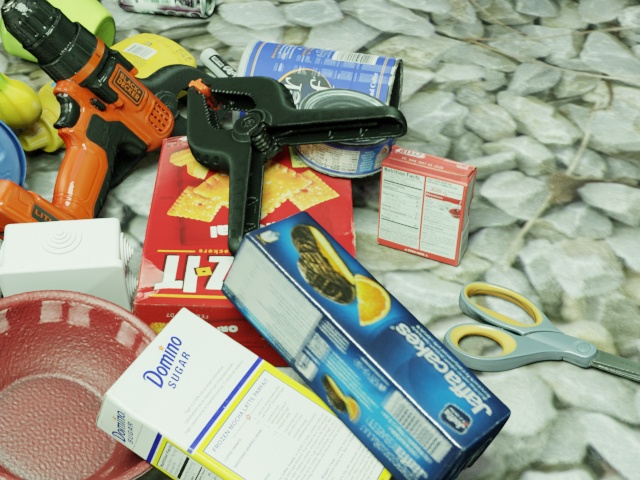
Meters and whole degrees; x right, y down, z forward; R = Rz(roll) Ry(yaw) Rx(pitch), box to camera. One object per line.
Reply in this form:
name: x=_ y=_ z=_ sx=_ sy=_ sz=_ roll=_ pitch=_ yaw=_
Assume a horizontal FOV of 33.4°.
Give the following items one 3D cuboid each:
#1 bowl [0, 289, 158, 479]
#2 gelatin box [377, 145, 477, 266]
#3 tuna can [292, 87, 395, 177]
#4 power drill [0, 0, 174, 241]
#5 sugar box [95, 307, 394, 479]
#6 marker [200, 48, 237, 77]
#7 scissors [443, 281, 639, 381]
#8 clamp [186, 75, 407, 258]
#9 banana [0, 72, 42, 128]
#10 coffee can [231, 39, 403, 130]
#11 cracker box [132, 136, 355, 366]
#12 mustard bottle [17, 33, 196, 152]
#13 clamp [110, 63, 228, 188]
bowl: x=-0.175 y=0.111 z=0.711 sx=0.162 sy=0.055 sz=0.162 roll=13 pitch=44 yaw=-13
gelatin box: x=0.087 y=-0.029 z=0.880 sx=0.073 sy=0.089 sz=0.030 roll=16 pitch=42 yaw=18
tuna can: x=0.021 y=-0.091 z=0.888 sx=0.086 sy=0.034 sz=0.086 roll=6 pitch=40 yaw=-5
power drill: x=-0.212 y=-0.085 z=0.865 sx=0.057 sy=0.184 sz=0.187 roll=-5 pitch=55 yaw=41
sugar box: x=-0.044 y=0.127 z=0.683 sx=0.176 sy=0.048 sz=0.093 roll=31 pitch=45 yaw=9
marker: x=-0.089 y=-0.163 z=1.097 sx=0.020 sy=0.020 sz=0.121 roll=-20 pitch=44 yaw=-24
scissors: x=0.178 y=0.091 z=0.794 sx=0.202 sy=0.016 sz=0.096 roll=31 pitch=49 yaw=31
clamp: x=-0.053 y=-0.073 z=0.840 sx=0.164 sy=0.036 sz=0.210 roll=-45 pitch=45 yaw=-14
banana: x=-0.282 y=-0.132 z=0.951 sx=0.037 sy=0.069 sz=0.198 roll=-33 pitch=21 yaw=-17
coffee can: x=-0.001 y=-0.126 z=0.987 sx=0.140 sy=0.103 sz=0.102 roll=9 pitch=40 yaw=9
cracker box: x=-0.056 y=0.001 z=0.854 sx=0.164 sy=0.072 sz=0.213 roll=1 pitch=40 yaw=-1
mustard bottle: x=-0.214 y=-0.137 z=1.031 sx=0.096 sy=0.058 sz=0.191 roll=25 pitch=45 yaw=28
clamp: x=-0.157 y=-0.129 z=0.990 sx=0.171 sy=0.120 sz=0.039 roll=-28 pitch=22 yaw=-36
